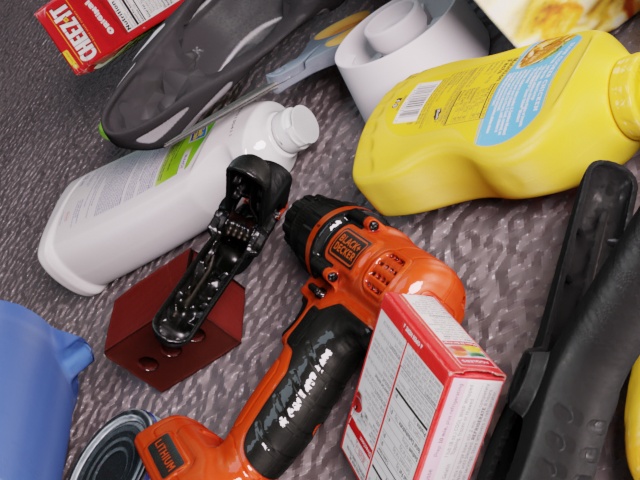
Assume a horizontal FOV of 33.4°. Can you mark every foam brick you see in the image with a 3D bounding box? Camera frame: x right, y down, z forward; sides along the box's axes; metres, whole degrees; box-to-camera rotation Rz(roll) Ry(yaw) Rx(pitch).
[{"bbox_3d":[-0.095,0.053,0.697,0.078,0.053,0.051,-34,34,28],"label":"foam brick"}]

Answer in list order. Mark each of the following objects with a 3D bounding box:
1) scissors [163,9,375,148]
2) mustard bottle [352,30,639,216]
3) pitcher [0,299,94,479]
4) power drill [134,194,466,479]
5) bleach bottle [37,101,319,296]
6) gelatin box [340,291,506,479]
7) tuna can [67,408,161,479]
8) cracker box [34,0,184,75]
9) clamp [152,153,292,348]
[{"bbox_3d":[-0.024,-0.122,0.766,0.201,0.016,0.096,-27,20,-1],"label":"scissors"},{"bbox_3d":[0.106,-0.063,0.547,0.192,0.058,0.096,-6,42,51],"label":"mustard bottle"},{"bbox_3d":[-0.228,0.143,0.652,0.149,0.145,0.243,-64,17,12],"label":"pitcher"},{"bbox_3d":[-0.021,0.062,0.584,0.187,0.057,0.185,-53,24,-1],"label":"power drill"},{"bbox_3d":[-0.105,-0.038,0.802,0.251,0.068,0.102,-21,42,38],"label":"bleach bottle"},{"bbox_3d":[0.043,0.078,0.474,0.073,0.030,0.089,-127,47,-59],"label":"gelatin box"},{"bbox_3d":[-0.117,0.146,0.644,0.086,0.033,0.086,-34,34,27],"label":"tuna can"},{"bbox_3d":[-0.123,-0.237,0.941,0.214,0.072,0.164,-28,14,18],"label":"cracker box"},{"bbox_3d":[-0.054,0.001,0.654,0.120,0.039,0.171,-56,-4,8],"label":"clamp"}]
